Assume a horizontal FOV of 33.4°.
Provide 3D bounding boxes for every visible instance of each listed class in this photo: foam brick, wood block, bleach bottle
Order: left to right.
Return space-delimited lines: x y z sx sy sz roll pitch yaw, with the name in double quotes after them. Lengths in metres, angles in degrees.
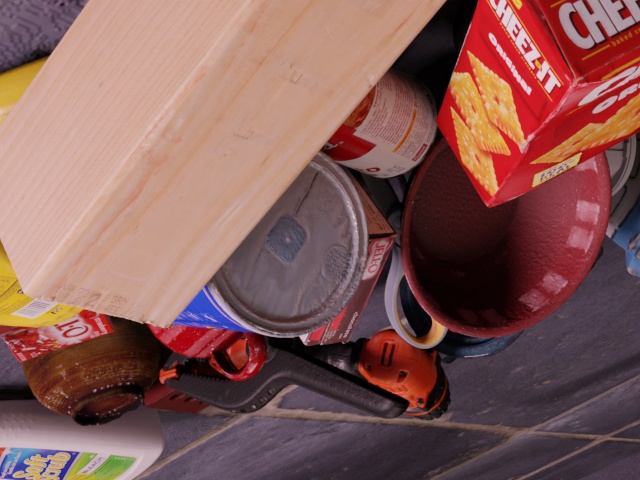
-0.261 0.176 0.928 0.103 0.068 0.250 -37 149 30 "bleach bottle"
-0.118 0.115 0.929 0.053 0.051 0.078 -31 155 21 "foam brick"
-0.055 -0.069 0.479 0.090 0.091 0.206 20 118 -48 "wood block"

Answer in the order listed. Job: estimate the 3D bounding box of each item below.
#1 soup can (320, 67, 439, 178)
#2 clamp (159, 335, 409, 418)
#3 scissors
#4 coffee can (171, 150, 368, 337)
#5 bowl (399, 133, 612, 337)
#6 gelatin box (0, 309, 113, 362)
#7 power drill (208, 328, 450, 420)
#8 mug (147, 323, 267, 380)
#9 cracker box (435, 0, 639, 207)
0.016 -0.078 0.615 0.069 0.068 0.102 -34 153 25 "soup can"
-0.036 0.066 0.816 0.210 0.164 0.036 -15 164 30 "clamp"
0.070 -0.016 0.728 0.096 0.016 0.202 -21 119 -15 "scissors"
-0.054 0.001 0.611 0.102 0.103 0.141 -5 -179 -33 "coffee can"
0.111 -0.020 0.704 0.161 0.055 0.162 -8 110 -23 "bowl"
-0.192 0.050 0.757 0.073 0.030 0.089 -18 156 -8 "gelatin box"
0.013 0.105 0.902 0.188 0.057 0.184 7 161 19 "power drill"
-0.070 0.042 0.743 0.093 0.117 0.082 -13 161 -38 "mug"
0.153 -0.102 0.526 0.164 0.072 0.214 -29 171 -6 "cracker box"
